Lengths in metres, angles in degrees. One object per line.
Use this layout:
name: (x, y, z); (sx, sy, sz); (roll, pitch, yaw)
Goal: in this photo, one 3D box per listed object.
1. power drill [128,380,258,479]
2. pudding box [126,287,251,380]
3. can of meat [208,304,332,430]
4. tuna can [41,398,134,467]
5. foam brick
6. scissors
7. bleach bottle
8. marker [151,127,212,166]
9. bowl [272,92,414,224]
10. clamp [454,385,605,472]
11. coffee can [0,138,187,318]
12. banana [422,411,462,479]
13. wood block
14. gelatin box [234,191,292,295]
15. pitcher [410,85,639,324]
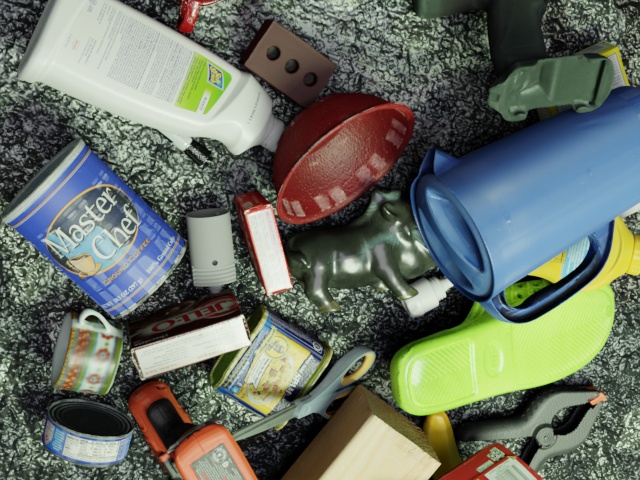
power drill: (-0.111, 0.227, 1.025); (0.057, 0.188, 0.184); (-35, 102, -19)
pudding box: (-0.129, 0.089, 1.042); (0.113, 0.090, 0.039); (-19, 107, -7)
can of meat: (-0.052, 0.127, 1.085); (0.084, 0.057, 0.102); (34, 94, -16)
tuna can: (-0.228, 0.188, 1.045); (0.086, 0.086, 0.034); (13, 101, -15)
foam brick: (-0.032, -0.169, 1.024); (0.078, 0.051, 0.053); (33, 94, -17)
scissors: (-0.007, 0.148, 1.053); (0.201, 0.016, 0.096); (5, 116, -56)
bleach bottle: (-0.143, -0.141, 0.989); (0.250, 0.068, 0.102); (26, 77, -23)
marker: (-0.153, -0.112, 1.027); (0.121, 0.020, 0.020); (39, 92, -18)
bowl: (0.011, -0.089, 1.022); (0.162, 0.162, 0.055); (-37, 69, -2)
clamp: (0.232, 0.208, 1.177); (0.171, 0.039, 0.120); (-43, 113, -4)
coffee can: (-0.209, -0.011, 0.994); (0.103, 0.103, 0.140); (-45, 108, 0)
banana: (0.158, 0.262, 1.162); (0.070, 0.037, 0.197); (-28, 106, 34)
wood block: (0.015, 0.260, 1.071); (0.090, 0.091, 0.206); (37, 96, -13)
gelatin box: (-0.057, 0.001, 1.046); (0.030, 0.073, 0.089); (-17, 106, -8)
pitcher: (0.221, -0.042, 1.011); (0.242, 0.145, 0.149); (-27, 143, -15)
